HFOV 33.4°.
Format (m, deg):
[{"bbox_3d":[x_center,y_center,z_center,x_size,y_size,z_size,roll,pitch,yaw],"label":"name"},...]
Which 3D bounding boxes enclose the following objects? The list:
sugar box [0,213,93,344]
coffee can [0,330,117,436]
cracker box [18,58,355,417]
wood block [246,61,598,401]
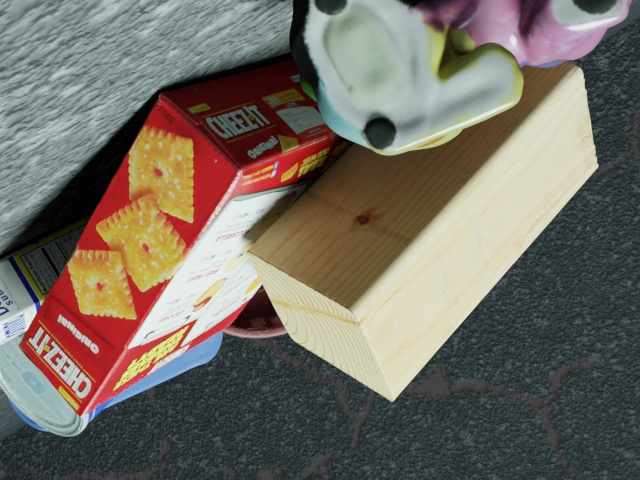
[{"bbox_3d":[-0.179,0.021,0.757,0.176,0.048,0.093,-33,177,-31],"label":"sugar box"},{"bbox_3d":[-0.179,0.072,0.850,0.140,0.103,0.103,-44,-174,-40],"label":"coffee can"},{"bbox_3d":[-0.075,-0.007,0.663,0.214,0.072,0.163,-52,167,33],"label":"cracker box"},{"bbox_3d":[0.066,-0.020,0.641,0.206,0.091,0.090,-45,138,-20],"label":"wood block"}]
